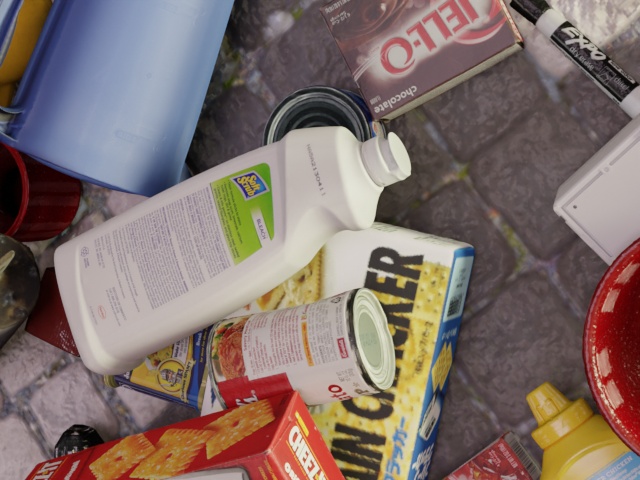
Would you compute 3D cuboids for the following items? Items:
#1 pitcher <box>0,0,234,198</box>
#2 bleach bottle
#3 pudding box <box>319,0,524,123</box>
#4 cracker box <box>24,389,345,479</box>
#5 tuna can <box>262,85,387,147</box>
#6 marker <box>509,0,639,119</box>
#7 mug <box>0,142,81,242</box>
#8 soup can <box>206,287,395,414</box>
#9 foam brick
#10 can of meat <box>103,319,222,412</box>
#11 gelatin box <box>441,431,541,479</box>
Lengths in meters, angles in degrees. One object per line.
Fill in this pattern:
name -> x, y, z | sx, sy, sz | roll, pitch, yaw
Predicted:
pitcher -> -0.135, -0.159, 0.750 | 0.145, 0.149, 0.243 | 20, 93, 6
bleach bottle -> -0.055, 0.001, 0.699 | 0.251, 0.068, 0.102 | -23, 80, 23
pudding box -> 0.069, -0.145, 0.727 | 0.114, 0.039, 0.090 | -28, 82, 20
cracker box -> -0.077, 0.201, 0.688 | 0.214, 0.072, 0.164 | -19, 110, 25
tuna can -> 0.002, -0.067, 0.759 | 0.086, 0.033, 0.086 | 1, 92, 22
marker -> 0.169, -0.125, 0.698 | 0.121, 0.020, 0.020 | 47, 107, 15
mug -> -0.252, -0.045, 0.837 | 0.117, 0.081, 0.093 | 30, 102, 18
soup can -> -0.012, 0.072, 0.678 | 0.102, 0.068, 0.068 | -15, 86, 22
foam brick -> -0.174, 0.052, 0.811 | 0.051, 0.078, 0.053 | 24, 100, 21
can of meat -> -0.105, 0.071, 0.795 | 0.084, 0.057, 0.102 | 14, 97, 19
gelatin box -> 0.124, 0.187, 0.719 | 0.073, 0.030, 0.089 | -41, 77, 18
